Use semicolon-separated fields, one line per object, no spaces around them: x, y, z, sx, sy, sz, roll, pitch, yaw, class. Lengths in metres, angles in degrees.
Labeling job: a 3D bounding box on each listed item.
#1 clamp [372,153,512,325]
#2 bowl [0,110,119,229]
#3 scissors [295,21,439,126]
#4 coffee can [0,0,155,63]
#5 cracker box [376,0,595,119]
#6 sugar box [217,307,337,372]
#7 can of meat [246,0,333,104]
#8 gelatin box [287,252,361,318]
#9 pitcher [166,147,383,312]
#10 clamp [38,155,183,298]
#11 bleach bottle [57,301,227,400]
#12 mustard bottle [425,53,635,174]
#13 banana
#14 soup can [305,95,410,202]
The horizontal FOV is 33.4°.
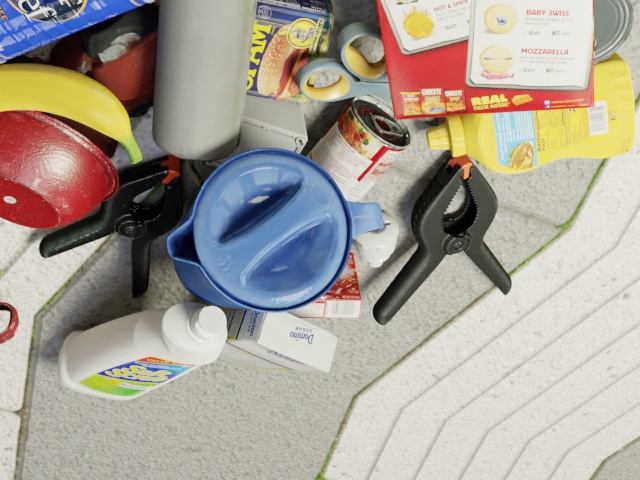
0.127;0.002;1.112;0.164;0.036;0.210;-18;133;-12;clamp
-0.265;-0.057;0.950;0.162;0.055;0.162;14;153;7;bowl
0.042;-0.129;0.957;0.096;0.016;0.201;-24;153;8;scissors
-0.209;-0.210;0.830;0.140;0.103;0.102;-19;133;10;coffee can
0.126;-0.201;0.819;0.164;0.072;0.213;-2;131;13;cracker box
-0.069;0.103;1.121;0.093;0.048;0.177;27;159;-30;sugar box
-0.043;-0.170;0.925;0.083;0.057;0.102;7;132;-19;can of meat
-0.005;0.046;1.121;0.089;0.073;0.030;1;132;-8;gelatin box
-0.056;0.001;0.965;0.149;0.243;0.145;35;77;-9;pitcher
-0.199;-0.020;1.055;0.120;0.039;0.172;16;122;-28;clamp
-0.176;0.107;1.088;0.102;0.068;0.251;20;153;-28;bleach bottle
0.196;-0.113;1.010;0.191;0.058;0.096;-11;119;2;mustard bottle
-0.239;-0.110;0.866;0.198;0.037;0.069;10;97;6;banana
0.029;-0.079;1.013;0.068;0.068;0.102;24;126;-27;soup can
